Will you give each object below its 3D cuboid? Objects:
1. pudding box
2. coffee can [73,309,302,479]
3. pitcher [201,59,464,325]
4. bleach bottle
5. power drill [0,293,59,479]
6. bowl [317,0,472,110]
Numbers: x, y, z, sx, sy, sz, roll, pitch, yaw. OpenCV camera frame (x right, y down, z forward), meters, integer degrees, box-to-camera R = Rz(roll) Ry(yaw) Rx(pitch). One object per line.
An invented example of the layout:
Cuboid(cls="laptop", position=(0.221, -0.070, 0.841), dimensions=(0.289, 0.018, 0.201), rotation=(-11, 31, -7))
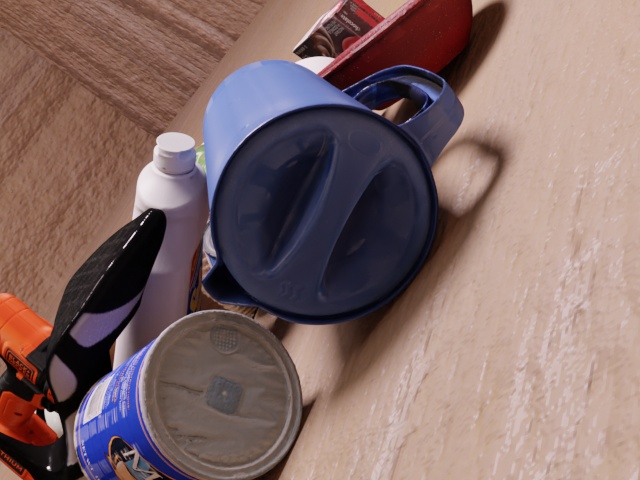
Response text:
Cuboid(cls="pudding box", position=(0.034, -0.180, 1.010), dimensions=(0.039, 0.090, 0.114), rotation=(-56, 13, -16))
Cuboid(cls="coffee can", position=(-0.088, 0.112, 0.679), dimensions=(0.141, 0.102, 0.102), rotation=(-35, 23, 55))
Cuboid(cls="pitcher", position=(-0.008, -0.055, 0.713), dimensions=(0.243, 0.149, 0.145), rotation=(-118, 33, -68))
Cuboid(cls="bleach bottle", position=(-0.123, 0.037, 0.829), dimensions=(0.102, 0.068, 0.251), rotation=(-75, -5, -57))
Cuboid(cls="power drill", position=(-0.252, 0.158, 0.997), dimensions=(0.057, 0.184, 0.188), rotation=(-38, -19, -44))
Cuboid(cls="bowl", position=(0.067, -0.153, 0.857), dimensions=(0.162, 0.055, 0.162), rotation=(-38, 9, 7))
